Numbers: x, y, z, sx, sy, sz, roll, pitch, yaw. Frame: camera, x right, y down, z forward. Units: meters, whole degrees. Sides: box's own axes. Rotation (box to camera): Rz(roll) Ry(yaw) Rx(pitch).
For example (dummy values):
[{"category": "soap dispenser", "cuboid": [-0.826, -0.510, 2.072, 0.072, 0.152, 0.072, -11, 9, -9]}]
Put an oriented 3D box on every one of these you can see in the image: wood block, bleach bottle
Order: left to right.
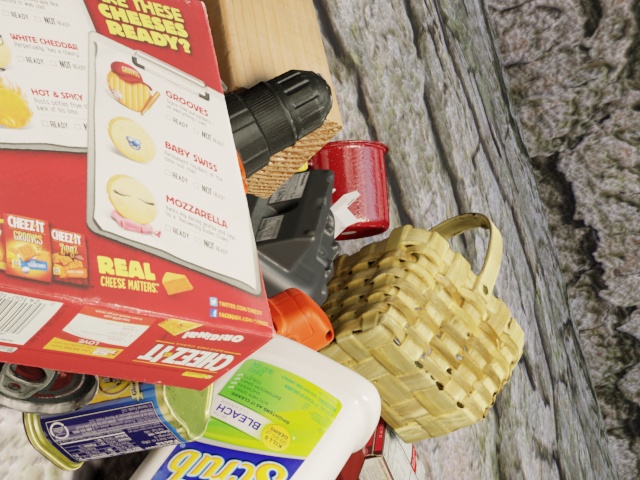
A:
[{"category": "bleach bottle", "cuboid": [-0.063, 0.160, 0.578, 0.250, 0.102, 0.068, -53, 164, -43]}, {"category": "wood block", "cuboid": [-0.062, -0.146, 0.762, 0.090, 0.091, 0.206, 16, 47, -36]}]

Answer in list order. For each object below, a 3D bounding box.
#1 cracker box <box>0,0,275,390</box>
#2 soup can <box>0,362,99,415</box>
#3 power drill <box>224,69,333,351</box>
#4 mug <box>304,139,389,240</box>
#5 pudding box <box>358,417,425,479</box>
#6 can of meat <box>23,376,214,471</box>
[{"category": "cracker box", "cuboid": [-0.121, -0.043, 0.511, 0.163, 0.072, 0.214, 15, 49, -40]}, {"category": "soup can", "cuboid": [-0.138, 0.029, 0.550, 0.102, 0.069, 0.068, -85, 154, -43]}, {"category": "power drill", "cuboid": [-0.054, 0.001, 0.677, 0.057, 0.184, 0.187, 46, -19, 54]}, {"category": "mug", "cuboid": [0.014, -0.046, 1.023, 0.117, 0.093, 0.081, 3, 78, -38]}, {"category": "pudding box", "cuboid": [0.067, 0.222, 1.047, 0.090, 0.039, 0.113, -73, 143, -56]}, {"category": "can of meat", "cuboid": [-0.106, 0.069, 0.590, 0.057, 0.084, 0.102, 57, 27, -44]}]
